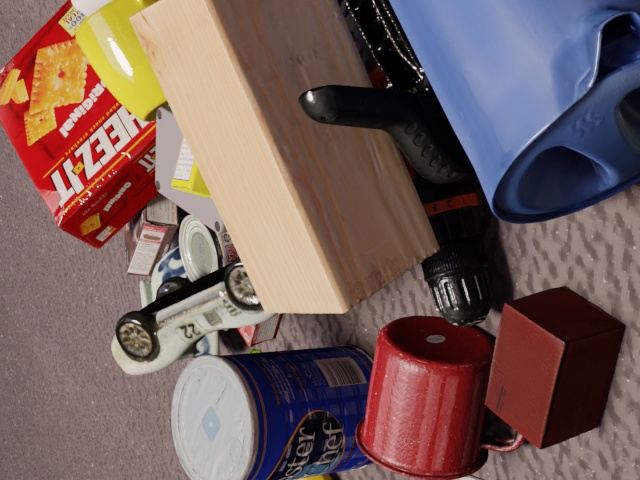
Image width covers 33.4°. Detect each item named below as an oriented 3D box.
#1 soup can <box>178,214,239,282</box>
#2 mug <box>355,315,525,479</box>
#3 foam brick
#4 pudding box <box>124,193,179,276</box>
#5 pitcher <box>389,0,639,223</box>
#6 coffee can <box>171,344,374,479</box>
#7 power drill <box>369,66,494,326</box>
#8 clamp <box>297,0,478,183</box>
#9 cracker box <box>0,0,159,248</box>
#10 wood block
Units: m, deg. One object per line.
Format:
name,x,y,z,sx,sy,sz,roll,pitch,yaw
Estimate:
soup can,-0.056,0.001,0.874,0.069,0.102,0.068,28,125,50
mug,0.085,0.106,0.720,0.117,0.093,0.081,15,113,21
foam brick,0.140,0.076,0.646,0.053,0.051,0.078,39,132,46
pudding box,-0.171,-0.034,1.069,0.090,0.039,0.113,119,148,-48
pitcher,0.099,-0.135,0.575,0.149,0.144,0.243,-46,58,38
coffee can,-0.030,0.136,0.828,0.103,0.140,0.103,-1,89,49
power drill,0.041,-0.018,0.761,0.188,0.057,0.184,-23,79,55
clamp,0.050,-0.079,0.627,0.039,0.120,0.171,-15,133,46
cracker box,-0.219,-0.126,1.033,0.164,0.072,0.214,-42,57,10
wood block,-0.020,-0.066,0.657,0.091,0.090,0.206,-5,112,56
